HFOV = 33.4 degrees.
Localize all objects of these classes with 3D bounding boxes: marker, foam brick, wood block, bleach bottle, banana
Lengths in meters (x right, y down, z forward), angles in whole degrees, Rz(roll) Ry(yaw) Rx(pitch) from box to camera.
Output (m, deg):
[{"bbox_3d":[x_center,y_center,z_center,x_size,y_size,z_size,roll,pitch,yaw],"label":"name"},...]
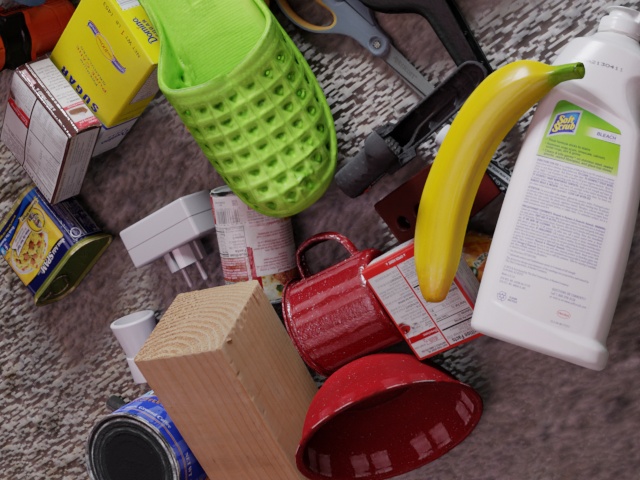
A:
[{"bbox_3d":[0.143,-0.049,0.841,0.121,0.020,0.020,39,118,15],"label":"marker"},{"bbox_3d":[0.091,-0.032,0.841,0.053,0.051,0.078,53,137,0],"label":"foam brick"},{"bbox_3d":[-0.059,0.146,0.918,0.090,0.090,0.206,-11,120,30],"label":"wood block"},{"bbox_3d":[0.189,-0.041,0.762,0.103,0.068,0.251,18,89,13],"label":"bleach bottle"},{"bbox_3d":[0.110,-0.052,0.763,0.198,0.037,0.070,-61,35,13],"label":"banana"}]

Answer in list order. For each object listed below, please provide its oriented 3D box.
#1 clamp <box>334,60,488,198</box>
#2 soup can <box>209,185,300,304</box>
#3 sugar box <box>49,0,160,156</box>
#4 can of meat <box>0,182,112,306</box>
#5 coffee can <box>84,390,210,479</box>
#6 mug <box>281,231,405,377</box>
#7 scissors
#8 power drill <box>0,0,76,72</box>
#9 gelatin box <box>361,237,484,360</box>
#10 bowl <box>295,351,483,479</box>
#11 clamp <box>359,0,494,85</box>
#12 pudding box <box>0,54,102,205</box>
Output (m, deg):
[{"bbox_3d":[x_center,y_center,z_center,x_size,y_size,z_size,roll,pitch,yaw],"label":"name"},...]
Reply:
[{"bbox_3d":[0.050,-0.069,0.823,0.039,0.120,0.172,54,146,6],"label":"clamp"},{"bbox_3d":[-0.056,0.001,0.934,0.069,0.068,0.102,-4,101,29],"label":"soup can"},{"bbox_3d":[-0.190,-0.153,0.947,0.093,0.048,0.177,57,139,5],"label":"sugar box"},{"bbox_3d":[-0.268,0.001,1.056,0.084,0.057,0.102,49,119,12],"label":"can of meat"},{"bbox_3d":[-0.131,0.181,0.979,0.103,0.140,0.103,8,106,27],"label":"coffee can"},{"bbox_3d":[0.022,0.047,0.893,0.082,0.093,0.117,-27,87,26],"label":"mug"},{"bbox_3d":[0.049,-0.179,0.860,0.202,0.016,0.096,32,116,18],"label":"scissors"},{"bbox_3d":[-0.344,-0.190,0.985,0.188,0.184,0.057,16,120,33],"label":"power drill"},{"bbox_3d":[0.086,0.042,0.828,0.073,0.030,0.089,-30,97,39],"label":"gelatin box"},{"bbox_3d":[0.050,0.140,0.886,0.162,0.161,0.055,-45,46,30],"label":"bowl"},{"bbox_3d":[0.084,-0.199,0.817,0.210,0.036,0.165,20,110,16],"label":"clamp"},{"bbox_3d":[-0.250,-0.100,0.983,0.090,0.039,0.114,50,144,12],"label":"pudding box"}]
